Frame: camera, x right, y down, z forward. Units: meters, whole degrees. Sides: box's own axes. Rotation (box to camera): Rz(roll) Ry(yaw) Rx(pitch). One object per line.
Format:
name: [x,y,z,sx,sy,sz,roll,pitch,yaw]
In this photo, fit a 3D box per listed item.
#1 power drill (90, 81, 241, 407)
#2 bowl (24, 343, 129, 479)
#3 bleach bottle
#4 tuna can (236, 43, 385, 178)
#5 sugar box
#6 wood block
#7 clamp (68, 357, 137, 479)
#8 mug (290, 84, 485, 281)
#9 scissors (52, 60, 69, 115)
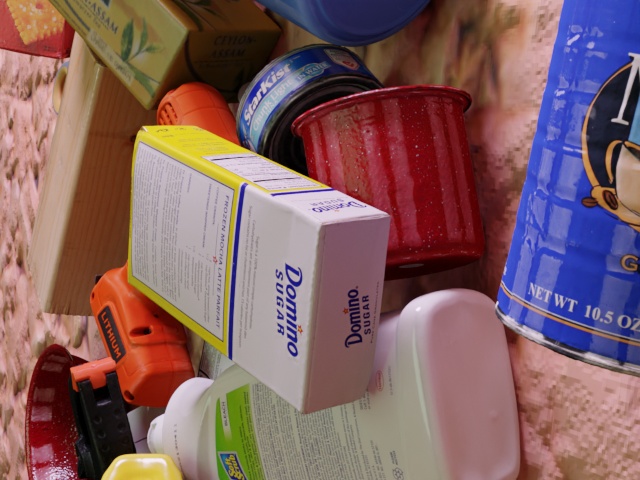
power drill: [-0.079,0.022,0.675,0.188,0.057,0.184,-57,44,36]
bowl: [-0.207,0.171,0.930,0.162,0.055,0.162,-7,82,57]
bleach bottle: [-0.013,0.094,0.582,0.251,0.067,0.102,-14,81,45]
tuna can: [-0.002,-0.065,0.600,0.034,0.085,0.086,55,132,41]
sugar box: [-0.038,0.007,0.534,0.176,0.048,0.093,27,118,47]
wood block: [-0.161,-0.049,0.837,0.090,0.090,0.206,53,131,53]
clamp: [-0.148,0.141,0.724,0.120,0.039,0.171,37,136,47]
mug: [0.033,-0.022,0.547,0.117,0.093,0.081,146,117,-70]
scissors: [-0.228,-0.188,1.026,0.096,0.016,0.202,42,122,50]
